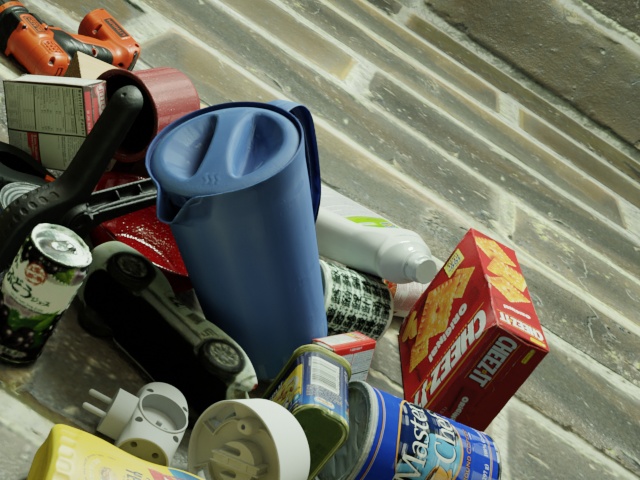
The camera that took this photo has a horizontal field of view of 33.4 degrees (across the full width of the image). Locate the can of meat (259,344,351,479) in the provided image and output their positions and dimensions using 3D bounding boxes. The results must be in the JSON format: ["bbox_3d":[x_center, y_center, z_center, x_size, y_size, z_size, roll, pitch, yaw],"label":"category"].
[{"bbox_3d":[-0.017,0.154,0.912,0.057,0.102,0.084,29,26,-14],"label":"can of meat"}]

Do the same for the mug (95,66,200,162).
[{"bbox_3d":[-0.186,-0.132,1.089,0.117,0.093,0.081,-2,12,32],"label":"mug"}]

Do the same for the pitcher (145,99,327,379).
[{"bbox_3d":[-0.056,0.001,0.958,0.149,0.243,0.145,-14,40,-3],"label":"pitcher"}]

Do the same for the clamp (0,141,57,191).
[{"bbox_3d":[-0.335,-0.088,1.037,0.171,0.039,0.120,26,29,-26],"label":"clamp"}]

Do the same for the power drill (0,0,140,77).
[{"bbox_3d":[-0.335,-0.264,1.354,0.184,0.057,0.187,48,29,20],"label":"power drill"}]

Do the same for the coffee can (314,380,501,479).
[{"bbox_3d":[0.074,0.196,0.947,0.140,0.103,0.103,25,25,-21],"label":"coffee can"}]

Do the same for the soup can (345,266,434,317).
[{"bbox_3d":[0.084,0.056,1.276,0.102,0.069,0.068,13,32,-42],"label":"soup can"}]

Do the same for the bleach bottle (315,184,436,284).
[{"bbox_3d":[0.034,-0.004,1.202,0.102,0.068,0.251,-4,20,-34],"label":"bleach bottle"}]

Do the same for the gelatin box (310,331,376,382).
[{"bbox_3d":[0.012,0.134,1.003,0.030,0.089,0.073,22,15,33],"label":"gelatin box"}]

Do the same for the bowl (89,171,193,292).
[{"bbox_3d":[-0.170,0.002,1.058,0.162,0.055,0.162,28,24,-14],"label":"bowl"}]

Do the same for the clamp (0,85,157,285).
[{"bbox_3d":[-0.211,-0.026,0.927,0.036,0.210,0.164,44,-7,24],"label":"clamp"}]

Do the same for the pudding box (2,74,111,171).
[{"bbox_3d":[-0.263,-0.117,1.068,0.114,0.090,0.039,9,18,28],"label":"pudding box"}]

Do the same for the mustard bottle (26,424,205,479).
[{"bbox_3d":[-0.112,0.201,0.750,0.191,0.058,0.096,26,26,-20],"label":"mustard bottle"}]

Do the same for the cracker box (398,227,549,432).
[{"bbox_3d":[0.155,0.106,1.149,0.072,0.164,0.213,28,24,-12],"label":"cracker box"}]
